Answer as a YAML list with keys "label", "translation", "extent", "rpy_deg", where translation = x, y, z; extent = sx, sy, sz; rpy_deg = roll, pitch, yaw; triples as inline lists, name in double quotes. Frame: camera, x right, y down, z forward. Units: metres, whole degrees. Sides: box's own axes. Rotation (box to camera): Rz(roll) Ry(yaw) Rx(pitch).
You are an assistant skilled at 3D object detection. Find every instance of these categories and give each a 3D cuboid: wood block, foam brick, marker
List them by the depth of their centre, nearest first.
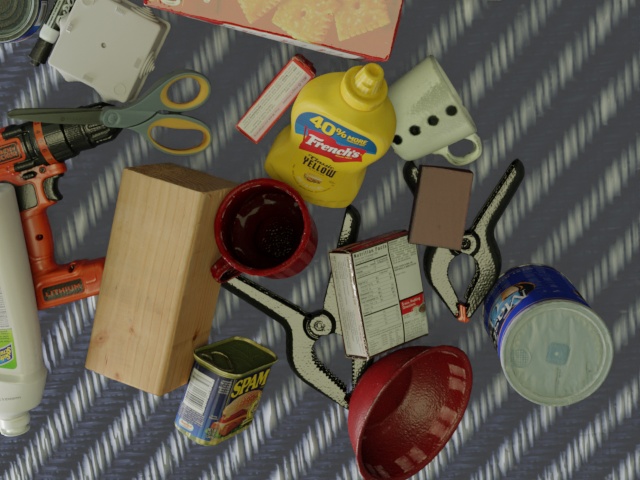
- label: "foam brick"
  translation: [0.115, -0.033, 1.030]
  extent: [0.051, 0.053, 0.078]
  rpy_deg: [9, 95, 3]
- label: "marker"
  translation: [-0.254, -0.225, 1.044]
  extent: [0.020, 0.020, 0.121]
  rpy_deg: [29, 102, -5]
- label: "wood block"
  translation: [-0.154, 0.035, 1.054]
  extent: [0.090, 0.090, 0.206]
  rpy_deg: [18, 103, 19]

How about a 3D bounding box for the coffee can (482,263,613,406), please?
- label: "coffee can"
  translation: [0.218, 0.089, 1.043]
  extent: [0.103, 0.140, 0.103]
  rpy_deg: [0, 103, 1]

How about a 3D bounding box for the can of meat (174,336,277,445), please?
- label: "can of meat"
  translation: [-0.098, 0.152, 1.085]
  extent: [0.057, 0.101, 0.084]
  rpy_deg: [26, 106, 22]

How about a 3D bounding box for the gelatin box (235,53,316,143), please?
- label: "gelatin box"
  translation: [-0.042, -0.139, 1.031]
  extent: [0.030, 0.073, 0.089]
  rpy_deg: [40, 101, -7]

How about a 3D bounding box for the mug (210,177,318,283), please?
- label: "mug"
  translation: [-0.057, 0.001, 1.035]
  extent: [0.117, 0.081, 0.093]
  rpy_deg: [-42, 76, 2]

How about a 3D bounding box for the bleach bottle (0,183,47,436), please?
- label: "bleach bottle"
  translation: [-0.327, 0.073, 1.043]
  extent: [0.103, 0.068, 0.251]
  rpy_deg: [-2, 108, 12]

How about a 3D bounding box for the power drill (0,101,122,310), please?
- label: "power drill"
  translation: [-0.262, -0.034, 1.071]
  extent: [0.184, 0.057, 0.187]
  rpy_deg: [-16, 99, 9]

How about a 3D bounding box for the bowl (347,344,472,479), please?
- label: "bowl"
  translation: [0.080, 0.166, 1.083]
  extent: [0.161, 0.055, 0.162]
  rpy_deg: [-24, 130, -33]

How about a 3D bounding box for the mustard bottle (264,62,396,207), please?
- label: "mustard bottle"
  translation: [0.017, -0.103, 0.987]
  extent: [0.096, 0.192, 0.058]
  rpy_deg: [27, 58, -5]

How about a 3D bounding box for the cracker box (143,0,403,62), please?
- label: "cracker box"
  translation: [-0.038, -0.218, 0.967]
  extent: [0.213, 0.164, 0.072]
  rpy_deg: [14, 99, -2]

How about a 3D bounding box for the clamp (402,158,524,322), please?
- label: "clamp"
  translation: [0.134, -0.006, 1.077]
  extent: [0.120, 0.039, 0.171]
  rpy_deg: [9, 97, 6]

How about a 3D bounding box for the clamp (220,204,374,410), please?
- label: "clamp"
  translation: [-0.012, 0.083, 1.100]
  extent: [0.164, 0.036, 0.210]
  rpy_deg: [-16, 98, 7]

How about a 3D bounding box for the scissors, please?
- label: "scissors"
  translation: [-0.186, -0.134, 1.015]
  extent: [0.201, 0.016, 0.096]
  rpy_deg: [15, 107, -34]

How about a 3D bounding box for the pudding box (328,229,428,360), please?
- label: "pudding box"
  translation: [0.059, 0.053, 1.065]
  extent: [0.089, 0.039, 0.113]
  rpy_deg: [-17, 100, -36]

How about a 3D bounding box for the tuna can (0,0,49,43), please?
- label: "tuna can"
  translation: [-0.310, -0.234, 1.036]
  extent: [0.086, 0.033, 0.086]
  rpy_deg: [0, 103, 1]
